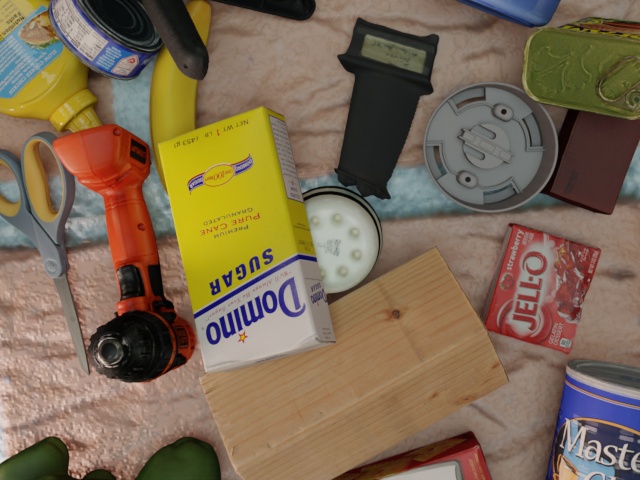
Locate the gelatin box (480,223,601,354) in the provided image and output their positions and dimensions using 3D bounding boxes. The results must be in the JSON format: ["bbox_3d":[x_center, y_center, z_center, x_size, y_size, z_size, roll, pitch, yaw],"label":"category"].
[{"bbox_3d":[0.174,0.038,0.851,0.073,0.030,0.089,16,95,0],"label":"gelatin box"}]

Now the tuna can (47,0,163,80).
[{"bbox_3d":[-0.162,-0.165,0.812,0.086,0.086,0.034,47,118,-3],"label":"tuna can"}]

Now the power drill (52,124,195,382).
[{"bbox_3d":[-0.147,0.013,0.792,0.057,0.184,0.187,-13,85,2],"label":"power drill"}]

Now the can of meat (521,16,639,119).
[{"bbox_3d":[0.214,-0.131,0.788,0.102,0.083,0.057,16,116,33],"label":"can of meat"}]

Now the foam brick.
[{"bbox_3d":[0.210,-0.065,0.831,0.053,0.051,0.078,20,95,0],"label":"foam brick"}]

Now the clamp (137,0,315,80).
[{"bbox_3d":[-0.114,-0.203,0.810,0.210,0.164,0.036,38,129,17],"label":"clamp"}]

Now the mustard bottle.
[{"bbox_3d":[-0.238,-0.154,0.832,0.096,0.058,0.191,-40,93,5],"label":"mustard bottle"}]

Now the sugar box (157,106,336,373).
[{"bbox_3d":[-0.055,0.001,0.780,0.093,0.048,0.176,-18,77,20],"label":"sugar box"}]

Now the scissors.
[{"bbox_3d":[-0.230,0.009,0.864,0.096,0.016,0.202,10,111,23],"label":"scissors"}]

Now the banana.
[{"bbox_3d":[-0.102,-0.090,0.847,0.069,0.037,0.198,-13,96,-14],"label":"banana"}]

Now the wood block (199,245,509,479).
[{"bbox_3d":[0.026,0.106,0.813,0.206,0.090,0.091,-29,52,2],"label":"wood block"}]
